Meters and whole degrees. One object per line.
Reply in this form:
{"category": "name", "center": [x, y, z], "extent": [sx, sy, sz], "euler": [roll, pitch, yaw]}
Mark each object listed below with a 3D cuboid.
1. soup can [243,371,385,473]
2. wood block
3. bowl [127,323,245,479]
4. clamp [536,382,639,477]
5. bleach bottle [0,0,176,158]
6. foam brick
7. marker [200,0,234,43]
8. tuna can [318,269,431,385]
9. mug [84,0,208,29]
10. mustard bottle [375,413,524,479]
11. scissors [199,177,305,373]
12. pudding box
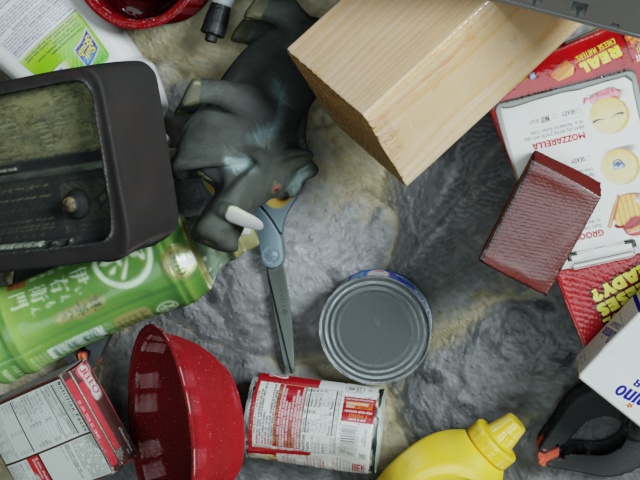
{"category": "soup can", "center": [-0.004, 0.141, 0.826], "extent": [0.102, 0.068, 0.068], "euler": [6, 100, 7]}
{"category": "wood block", "center": [0.093, -0.149, 0.708], "extent": [0.206, 0.090, 0.091], "euler": [-43, 53, -3]}
{"category": "bowl", "center": [-0.100, 0.142, 0.819], "extent": [0.055, 0.162, 0.162], "euler": [-4, 101, -26]}
{"category": "clamp", "center": [0.240, 0.120, 0.799], "extent": [0.171, 0.039, 0.120], "euler": [-16, 96, 11]}
{"category": "bleach bottle", "center": [-0.204, -0.148, 0.797], "extent": [0.103, 0.068, 0.251], "euler": [-41, 86, 11]}
{"category": "foam brick", "center": [0.148, -0.013, 0.714], "extent": [0.051, 0.053, 0.078], "euler": [27, 108, 7]}
{"category": "marker", "center": [-0.065, -0.205, 0.791], "extent": [0.020, 0.020, 0.121], "euler": [17, 92, 6]}
{"category": "tuna can", "center": [0.043, 0.066, 0.823], "extent": [0.086, 0.033, 0.086], "euler": [2, 100, 9]}
{"category": "mug", "center": [-0.134, -0.205, 0.781], "extent": [0.117, 0.081, 0.093], "euler": [22, 102, 4]}
{"category": "mustard bottle", "center": [0.081, 0.200, 0.818], "extent": [0.192, 0.058, 0.096], "euler": [-44, 125, 12]}
{"category": "scissors", "center": [-0.055, 0.001, 0.837], "extent": [0.096, 0.016, 0.202], "euler": [9, 101, 9]}
{"category": "pudding box", "center": [-0.213, 0.155, 0.860], "extent": [0.114, 0.039, 0.090], "euler": [-24, 95, 30]}
